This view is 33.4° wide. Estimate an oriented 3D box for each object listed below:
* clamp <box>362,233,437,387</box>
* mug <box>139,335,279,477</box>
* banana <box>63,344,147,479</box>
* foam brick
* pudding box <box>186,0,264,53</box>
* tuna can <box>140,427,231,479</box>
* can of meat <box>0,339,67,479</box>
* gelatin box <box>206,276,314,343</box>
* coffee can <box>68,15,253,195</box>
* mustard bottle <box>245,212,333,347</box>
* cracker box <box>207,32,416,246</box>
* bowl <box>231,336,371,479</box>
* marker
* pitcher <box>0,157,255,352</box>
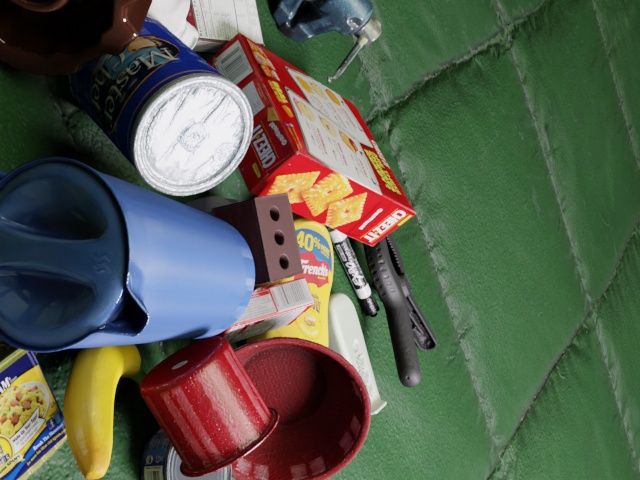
[{"bbox_3d":[0.091,0.060,1.267,0.164,0.036,0.210,-12,84,-75],"label":"clamp"},{"bbox_3d":[-0.095,0.130,0.879,0.081,0.093,0.117,61,-5,-13],"label":"mug"},{"bbox_3d":[-0.165,0.114,0.823,0.069,0.037,0.197,51,11,-9],"label":"banana"},{"bbox_3d":[-0.056,0.001,0.959,0.052,0.051,0.078,-14,93,-56],"label":"foam brick"},{"bbox_3d":[-0.108,-0.235,1.064,0.113,0.039,0.090,-9,89,-55],"label":"pudding box"},{"bbox_3d":[-0.117,0.201,0.930,0.086,0.034,0.086,22,63,-52],"label":"tuna can"},{"bbox_3d":[-0.233,0.127,0.756,0.102,0.058,0.084,-44,119,-52],"label":"can of meat"},{"bbox_3d":[-0.059,0.066,0.980,0.089,0.073,0.030,-15,76,-24],"label":"gelatin box"},{"bbox_3d":[-0.132,-0.113,0.870,0.102,0.140,0.103,-19,130,-25],"label":"coffee can"},{"bbox_3d":[-0.026,0.035,1.091,0.096,0.058,0.191,29,57,-43],"label":"mustard bottle"},{"bbox_3d":[-0.013,-0.096,1.087,0.213,0.072,0.164,24,34,-52],"label":"cracker box"},{"bbox_3d":[-0.036,0.149,0.990,0.055,0.162,0.162,-96,162,-67],"label":"bowl"},{"bbox_3d":[0.039,0.036,1.224,0.020,0.020,0.121,-51,123,-49],"label":"marker"},{"bbox_3d":[-0.154,0.014,0.830,0.242,0.145,0.149,16,63,-68],"label":"pitcher"}]
